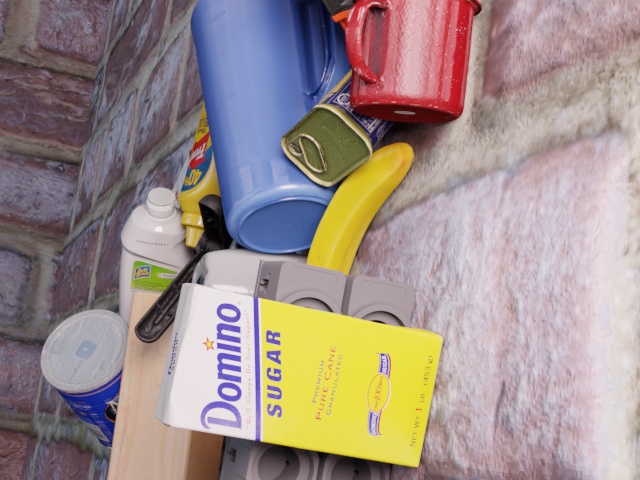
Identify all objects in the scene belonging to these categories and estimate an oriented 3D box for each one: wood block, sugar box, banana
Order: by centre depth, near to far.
[{"bbox_3d":[-0.013,0.090,0.707,0.048,0.176,0.093,179,102,-70],"label":"sugar box"},{"bbox_3d":[0.025,-0.004,0.874,0.070,0.037,0.198,49,128,43],"label":"banana"},{"bbox_3d":[-0.154,0.165,1.128,0.090,0.090,0.206,32,-117,-68],"label":"wood block"}]

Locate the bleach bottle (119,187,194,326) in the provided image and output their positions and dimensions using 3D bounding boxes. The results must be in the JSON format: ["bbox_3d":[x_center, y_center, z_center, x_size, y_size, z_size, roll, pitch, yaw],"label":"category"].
[{"bbox_3d":[-0.177,0.045,1.217,0.068,0.102,0.251,-96,13,-47],"label":"bleach bottle"}]

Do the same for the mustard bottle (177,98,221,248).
[{"bbox_3d":[-0.110,-0.084,1.130,0.096,0.058,0.191,-3,72,64],"label":"mustard bottle"}]

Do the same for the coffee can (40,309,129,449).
[{"bbox_3d":[-0.235,0.157,1.190,0.140,0.103,0.103,69,-168,-50],"label":"coffee can"}]

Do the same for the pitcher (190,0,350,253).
[{"bbox_3d":[-0.037,-0.120,0.967,0.149,0.145,0.243,83,178,-60],"label":"pitcher"}]

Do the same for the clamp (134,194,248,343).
[{"bbox_3d":[-0.110,0.016,1.069,0.165,0.036,0.209,-58,-8,15],"label":"clamp"}]

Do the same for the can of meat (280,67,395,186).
[{"bbox_3d":[0.026,-0.099,0.844,0.083,0.057,0.102,-51,8,-26],"label":"can of meat"}]

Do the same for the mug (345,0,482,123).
[{"bbox_3d":[0.057,-0.131,0.747,0.093,0.117,0.081,4,87,37],"label":"mug"}]
